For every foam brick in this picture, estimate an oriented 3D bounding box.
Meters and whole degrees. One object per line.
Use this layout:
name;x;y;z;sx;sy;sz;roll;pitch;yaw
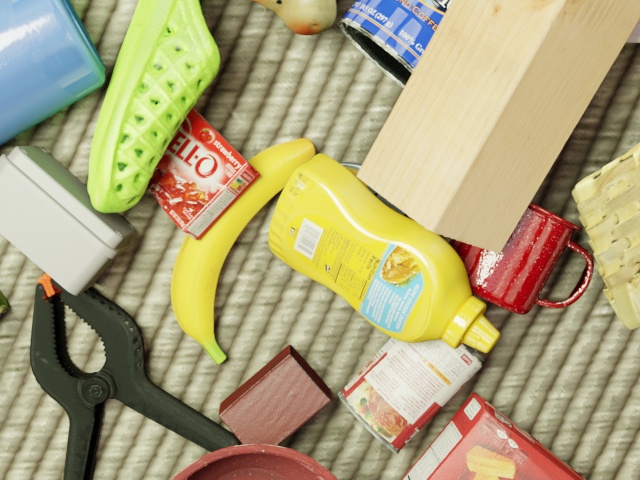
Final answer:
foam brick;-0.037;0.130;0.858;0.078;0.053;0.051;-40;94;1

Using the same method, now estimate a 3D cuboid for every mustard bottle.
mustard bottle;0.052;0.022;0.805;0.192;0.058;0.096;36;133;16

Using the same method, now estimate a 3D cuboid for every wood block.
wood block;0.126;-0.106;0.759;0.090;0.090;0.206;15;109;-45

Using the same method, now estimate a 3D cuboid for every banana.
banana;-0.073;-0.002;0.861;0.069;0.037;0.198;22;95;-25

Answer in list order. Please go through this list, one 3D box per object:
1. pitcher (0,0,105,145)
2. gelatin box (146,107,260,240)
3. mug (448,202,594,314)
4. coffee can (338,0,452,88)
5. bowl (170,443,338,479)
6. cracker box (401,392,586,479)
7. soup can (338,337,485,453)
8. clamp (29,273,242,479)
pitcher;-0.295;-0.121;0.797;0.243;0.149;0.145;-28;68;-4
gelatin box;-0.103;-0.056;0.838;0.073;0.030;0.089;-46;63;2
mug;0.156;0.011;0.838;0.117;0.093;0.081;28;97;8
coffee can;0.097;-0.189;0.819;0.103;0.103;0.140;40;91;-4
bowl;-0.051;0.221;0.793;0.162;0.055;0.162;-1;98;-5
cracker box;0.125;0.258;0.862;0.164;0.072;0.214;39;92;-3
soup can;0.073;0.110;0.854;0.068;0.068;0.102;44;90;-4
clamp;-0.164;0.118;0.859;0.164;0.036;0.210;-19;91;7
